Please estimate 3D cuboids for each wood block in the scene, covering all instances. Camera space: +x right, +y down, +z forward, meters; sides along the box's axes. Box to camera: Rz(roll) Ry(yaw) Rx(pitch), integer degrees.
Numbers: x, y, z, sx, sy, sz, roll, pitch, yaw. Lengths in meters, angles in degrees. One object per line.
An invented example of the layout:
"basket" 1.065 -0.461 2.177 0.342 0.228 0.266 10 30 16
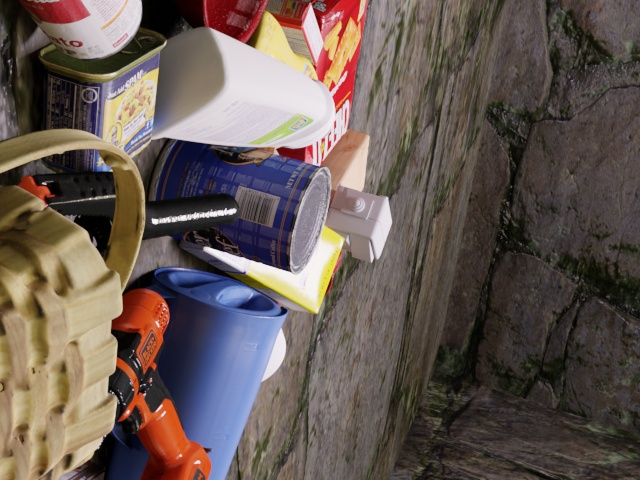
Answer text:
"wood block" -0.018 -0.048 1.296 0.205 0.090 0.091 -61 161 -44

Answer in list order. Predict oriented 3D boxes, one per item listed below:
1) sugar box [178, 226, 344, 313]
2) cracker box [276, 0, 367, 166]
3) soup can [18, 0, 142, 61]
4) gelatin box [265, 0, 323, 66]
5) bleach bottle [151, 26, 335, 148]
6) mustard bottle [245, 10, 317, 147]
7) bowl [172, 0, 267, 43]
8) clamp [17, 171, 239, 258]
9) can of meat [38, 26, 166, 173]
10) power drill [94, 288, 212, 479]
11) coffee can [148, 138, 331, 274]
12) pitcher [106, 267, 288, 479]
"sugar box" -0.057 0.002 1.110 0.176 0.048 0.093 32 71 -43
"cracker box" -0.008 -0.191 1.209 0.164 0.072 0.214 -54 157 -53
"soup can" -0.156 -0.164 0.660 0.102 0.068 0.068 66 42 -71
"gelatin box" -0.040 -0.210 1.054 0.089 0.073 0.030 58 49 -71
"bleach bottle" -0.061 -0.115 0.923 0.250 0.103 0.068 7 62 -65
"mustard bottle" -0.047 -0.145 1.045 0.096 0.058 0.191 -62 152 -6
"bowl" -0.085 -0.238 0.881 0.162 0.055 0.162 17 90 -76
"clamp" -0.149 -0.009 0.777 0.164 0.036 0.210 -34 160 -1
"can of meat" -0.156 -0.100 0.760 0.102 0.057 0.084 -51 156 -56
"power drill" -0.150 0.159 0.871 0.184 0.057 0.187 -68 151 -55
"coffee can" -0.073 -0.036 0.981 0.102 0.140 0.103 17 90 -76
"pitcher" -0.136 0.154 1.022 0.145 0.149 0.243 -83 -170 -82
